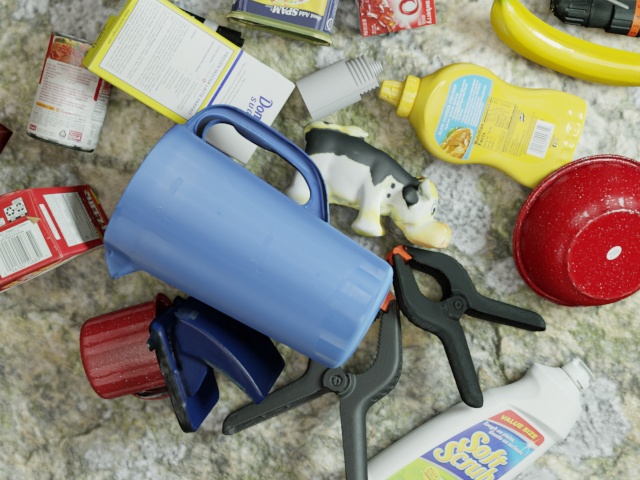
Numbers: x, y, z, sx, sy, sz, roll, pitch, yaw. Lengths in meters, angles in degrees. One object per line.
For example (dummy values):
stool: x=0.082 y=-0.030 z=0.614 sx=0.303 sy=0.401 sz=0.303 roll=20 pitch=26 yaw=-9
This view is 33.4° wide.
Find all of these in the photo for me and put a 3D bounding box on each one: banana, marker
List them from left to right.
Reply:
marker: x=-0.130 y=-0.214 z=1.032 sx=0.121 sy=0.020 sz=0.020 roll=23 pitch=96 yaw=-2
banana: x=0.235 y=-0.183 z=1.008 sx=0.197 sy=0.070 sz=0.037 roll=23 pitch=76 yaw=-11

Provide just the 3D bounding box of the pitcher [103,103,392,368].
pitcher: x=-0.056 y=0.001 z=0.954 sx=0.243 sy=0.144 sz=0.149 roll=30 pitch=129 yaw=0

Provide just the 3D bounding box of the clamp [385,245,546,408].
clamp: x=0.139 y=0.064 z=1.042 sx=0.120 sy=0.039 sz=0.171 roll=-35 pitch=87 yaw=-28

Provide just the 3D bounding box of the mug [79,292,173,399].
mug: x=-0.177 y=0.114 z=1.039 sx=0.081 sy=0.093 sz=0.117 roll=-15 pitch=132 yaw=7

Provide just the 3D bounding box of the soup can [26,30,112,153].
soup can: x=-0.235 y=-0.141 z=1.017 sx=0.068 sy=0.068 sz=0.102 roll=16 pitch=96 yaw=-1

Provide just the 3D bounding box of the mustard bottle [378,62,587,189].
mustard bottle: x=0.148 y=-0.117 z=1.019 sx=0.191 sy=0.058 sz=0.096 roll=17 pitch=102 yaw=-1

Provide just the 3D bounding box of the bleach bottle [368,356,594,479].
bleach bottle: x=0.156 y=0.194 z=1.051 sx=0.251 sy=0.068 sz=0.102 roll=-37 pitch=95 yaw=2

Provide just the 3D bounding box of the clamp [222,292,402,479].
clamp: x=0.008 y=0.140 z=1.043 sx=0.165 sy=0.036 sz=0.210 roll=21 pitch=79 yaw=18

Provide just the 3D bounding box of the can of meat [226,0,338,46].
can of meat: x=-0.030 y=-0.238 z=1.010 sx=0.102 sy=0.057 sz=0.084 roll=14 pitch=94 yaw=-1

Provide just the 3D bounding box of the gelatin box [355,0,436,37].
gelatin box: x=0.068 y=-0.240 z=1.001 sx=0.073 sy=0.030 sz=0.089 roll=-10 pitch=130 yaw=1

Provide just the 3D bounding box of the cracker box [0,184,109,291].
cracker box: x=-0.291 y=0.010 z=0.960 sx=0.164 sy=0.213 sz=0.072 roll=-24 pitch=94 yaw=2

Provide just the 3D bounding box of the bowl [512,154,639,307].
bowl: x=0.266 y=0.003 z=1.006 sx=0.162 sy=0.055 sz=0.162 roll=-4 pitch=115 yaw=-8

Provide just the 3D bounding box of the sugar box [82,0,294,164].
sugar box: x=-0.121 y=-0.155 z=0.996 sx=0.176 sy=0.048 sz=0.093 roll=31 pitch=94 yaw=-28
